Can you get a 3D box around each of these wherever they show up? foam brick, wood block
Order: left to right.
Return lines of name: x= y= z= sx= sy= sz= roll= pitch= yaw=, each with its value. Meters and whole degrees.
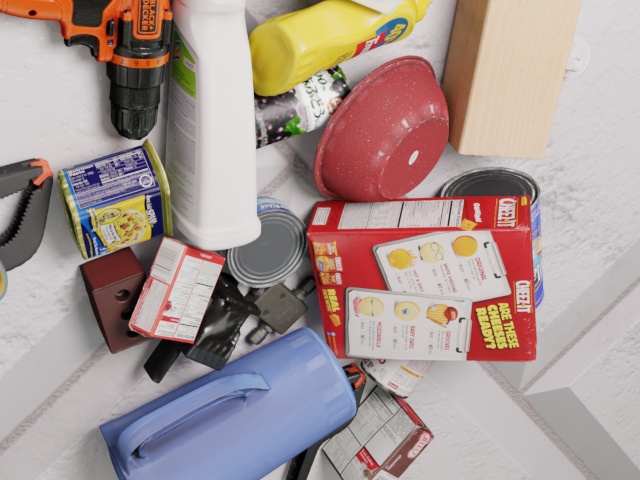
foam brick: x=-0.186 y=0.056 z=0.994 sx=0.053 sy=0.051 sz=0.078 roll=-22 pitch=127 yaw=-16
wood block: x=0.178 y=-0.190 z=1.007 sx=0.090 sy=0.090 sz=0.206 roll=3 pitch=116 yaw=-12

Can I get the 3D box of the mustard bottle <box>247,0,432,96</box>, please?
mustard bottle: x=0.027 y=-0.188 z=0.934 sx=0.191 sy=0.096 sz=0.058 roll=-29 pitch=88 yaw=-31

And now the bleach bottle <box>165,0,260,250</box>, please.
bleach bottle: x=-0.091 y=-0.124 z=0.904 sx=0.068 sy=0.103 sz=0.251 roll=-14 pitch=125 yaw=-29

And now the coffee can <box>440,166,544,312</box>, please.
coffee can: x=0.184 y=0.007 z=1.136 sx=0.102 sy=0.103 sz=0.140 roll=-22 pitch=126 yaw=-16

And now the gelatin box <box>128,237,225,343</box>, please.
gelatin box: x=-0.130 y=0.047 z=0.972 sx=0.073 sy=0.030 sz=0.089 roll=21 pitch=90 yaw=-64

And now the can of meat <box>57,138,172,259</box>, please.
can of meat: x=-0.178 y=-0.032 z=0.925 sx=0.083 sy=0.057 sz=0.102 roll=-19 pitch=154 yaw=-15

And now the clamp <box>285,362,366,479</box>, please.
clamp: x=-0.010 y=0.213 z=1.194 sx=0.171 sy=0.039 sz=0.120 roll=-37 pitch=132 yaw=-4

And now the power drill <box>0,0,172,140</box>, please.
power drill: x=-0.210 y=-0.161 z=0.848 sx=0.187 sy=0.057 sz=0.184 roll=-7 pitch=121 yaw=-27

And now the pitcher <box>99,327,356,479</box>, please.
pitcher: x=-0.090 y=0.183 z=1.068 sx=0.242 sy=0.149 sz=0.145 roll=-29 pitch=105 yaw=-13

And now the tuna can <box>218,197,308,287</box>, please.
tuna can: x=-0.057 y=0.001 z=1.043 sx=0.086 sy=0.034 sz=0.086 roll=-14 pitch=124 yaw=-21

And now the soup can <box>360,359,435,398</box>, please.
soup can: x=0.099 y=0.115 z=1.177 sx=0.068 sy=0.069 sz=0.102 roll=27 pitch=104 yaw=-38

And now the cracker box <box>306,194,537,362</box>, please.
cracker box: x=0.105 y=0.039 z=1.066 sx=0.214 sy=0.072 sz=0.164 roll=-1 pitch=125 yaw=13

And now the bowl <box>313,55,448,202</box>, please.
bowl: x=0.070 y=-0.091 z=1.006 sx=0.162 sy=0.055 sz=0.162 roll=-35 pitch=149 yaw=-25

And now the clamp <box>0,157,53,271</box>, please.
clamp: x=-0.300 y=0.017 z=0.914 sx=0.210 sy=0.036 sz=0.164 roll=-40 pitch=125 yaw=-2

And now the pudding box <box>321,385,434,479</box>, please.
pudding box: x=0.064 y=0.230 z=1.213 sx=0.113 sy=0.090 sz=0.039 roll=-48 pitch=128 yaw=6
